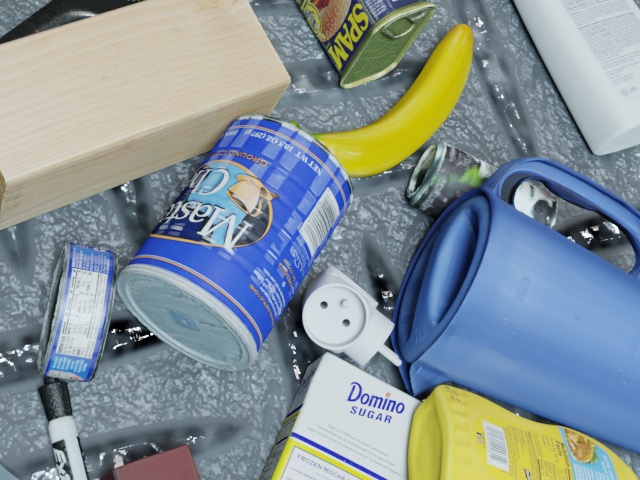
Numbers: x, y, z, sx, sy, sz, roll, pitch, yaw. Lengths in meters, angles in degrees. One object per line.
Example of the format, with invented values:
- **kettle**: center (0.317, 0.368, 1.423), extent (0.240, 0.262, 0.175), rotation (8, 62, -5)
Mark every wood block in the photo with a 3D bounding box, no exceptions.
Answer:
- **wood block**: center (-0.139, -0.095, 0.726), extent (0.205, 0.090, 0.091), rotation (-24, 80, -26)

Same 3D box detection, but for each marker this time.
- **marker**: center (-0.155, 0.143, 0.667), extent (0.020, 0.020, 0.121), rotation (-11, 74, -23)

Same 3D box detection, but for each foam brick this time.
- **foam brick**: center (-0.098, 0.172, 0.657), extent (0.051, 0.053, 0.078), rotation (-15, 75, -24)

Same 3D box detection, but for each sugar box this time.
- **sugar box**: center (0.005, 0.172, 0.699), extent (0.093, 0.048, 0.176), rotation (29, 59, -7)

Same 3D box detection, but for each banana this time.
- **banana**: center (0.061, -0.098, 0.817), extent (0.197, 0.037, 0.069), rotation (-35, 122, -32)

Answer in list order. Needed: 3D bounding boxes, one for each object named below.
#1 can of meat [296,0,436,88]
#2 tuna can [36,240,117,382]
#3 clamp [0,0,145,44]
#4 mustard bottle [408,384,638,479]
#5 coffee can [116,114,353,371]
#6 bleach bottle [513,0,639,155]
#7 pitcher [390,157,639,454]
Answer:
- **can of meat**: center (0.031, -0.179, 0.812), extent (0.057, 0.102, 0.084), rotation (-24, 77, -27)
- **tuna can**: center (-0.153, 0.045, 0.669), extent (0.033, 0.086, 0.086), rotation (12, 66, -17)
- **clamp**: center (-0.180, -0.192, 0.778), extent (0.209, 0.036, 0.164), rotation (-14, 72, -24)
- **mustard bottle**: center (0.153, 0.165, 0.702), extent (0.191, 0.058, 0.096), rotation (20, 40, -17)
- **coffee can**: center (-0.055, 0.001, 0.711), extent (0.103, 0.103, 0.140), rotation (35, 62, -4)
- **bleach bottle**: center (0.221, -0.200, 0.910), extent (0.102, 0.068, 0.251), rotation (-18, 75, -25)
- **pitcher**: center (0.186, 0.061, 0.757), extent (0.242, 0.149, 0.145), rotation (25, 44, -13)
